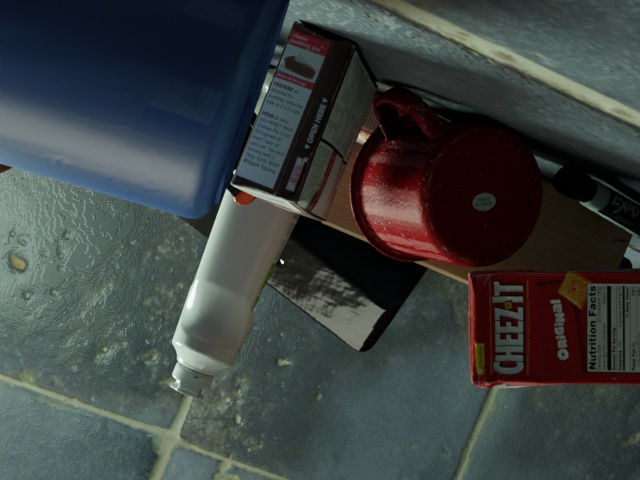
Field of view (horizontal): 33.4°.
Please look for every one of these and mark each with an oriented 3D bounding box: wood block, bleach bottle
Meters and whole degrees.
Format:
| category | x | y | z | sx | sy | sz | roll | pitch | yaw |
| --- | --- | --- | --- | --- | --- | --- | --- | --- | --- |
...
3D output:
| category | x | y | z | sx | sy | sz | roll | pitch | yaw |
| --- | --- | --- | --- | --- | --- | --- | --- | --- | --- |
| wood block | 0.117 | -0.013 | 0.794 | 0.206 | 0.091 | 0.090 | 23 | -178 | 11 |
| bleach bottle | -0.055 | 0.001 | 0.811 | 0.068 | 0.251 | 0.102 | 23 | -179 | 4 |

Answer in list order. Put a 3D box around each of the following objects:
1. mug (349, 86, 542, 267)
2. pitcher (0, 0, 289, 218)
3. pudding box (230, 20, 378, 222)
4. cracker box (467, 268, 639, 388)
| category | x | y | z | sx | sy | sz | roll | pitch | yaw |
| --- | --- | --- | --- | --- | --- | --- | --- | --- | --- |
| mug | 0.070 | -0.038 | 0.623 | 0.117 | 0.093 | 0.082 | 61 | 163 | -18 |
| pitcher | -0.138 | -0.101 | 0.411 | 0.242 | 0.145 | 0.149 | 19 | -166 | -4 |
| pudding box | -0.005 | -0.060 | 0.586 | 0.039 | 0.090 | 0.113 | 20 | 180 | 8 |
| cracker box | 0.199 | 0.052 | 0.646 | 0.214 | 0.072 | 0.164 | -1 | 178 | 10 |
